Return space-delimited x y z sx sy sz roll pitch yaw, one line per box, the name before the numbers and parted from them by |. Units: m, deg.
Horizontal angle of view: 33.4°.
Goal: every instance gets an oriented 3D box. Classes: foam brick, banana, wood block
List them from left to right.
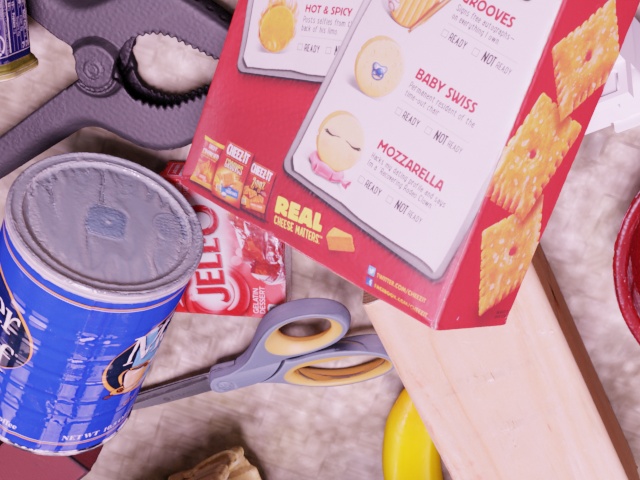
foam brick | -0.183 0.138 0.685 0.078 0.053 0.051 -40 105 22
banana | 0.078 0.174 0.675 0.070 0.037 0.198 -18 108 29
wood block | 0.108 0.085 0.604 0.090 0.090 0.206 -22 110 15

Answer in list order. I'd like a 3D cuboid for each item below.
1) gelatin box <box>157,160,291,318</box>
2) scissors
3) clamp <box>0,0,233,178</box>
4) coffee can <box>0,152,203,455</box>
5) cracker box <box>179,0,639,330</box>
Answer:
gelatin box | -0.054 0.001 0.617 0.073 0.030 0.089 4 115 5
scissors | -0.056 0.072 0.641 0.202 0.016 0.096 -8 143 10
clamp | -0.122 -0.088 0.580 0.210 0.036 0.165 11 117 5
coffee can | -0.134 0.037 0.587 0.102 0.102 0.140 25 129 -5
cracker box | 0.043 -0.090 0.476 0.164 0.071 0.214 29 105 35
